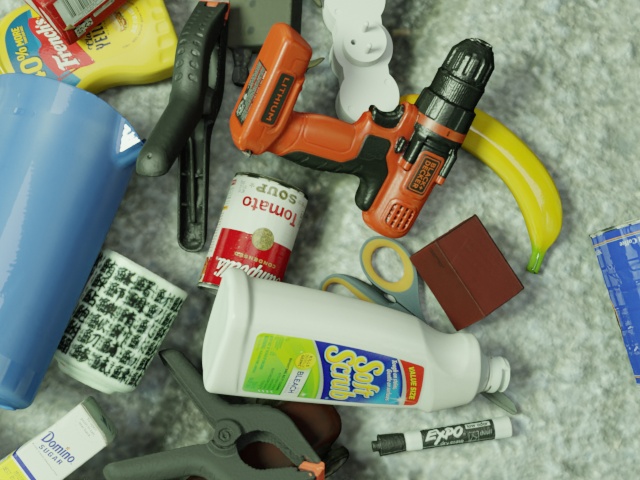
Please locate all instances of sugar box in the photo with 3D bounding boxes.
[{"bbox_3d":[-0.244,0.195,0.843,0.176,0.093,0.048,-35,90,-8],"label":"sugar box"}]

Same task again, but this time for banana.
[{"bbox_3d":[0.153,-0.066,0.939,0.069,0.037,0.198,-39,88,-10],"label":"banana"}]

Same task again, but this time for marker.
[{"bbox_3d":[0.103,0.168,0.914,0.121,0.020,0.020,-7,83,-6],"label":"marker"}]

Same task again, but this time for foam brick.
[{"bbox_3d":[0.125,0.028,0.910,0.051,0.053,0.078,-31,87,-27],"label":"foam brick"}]

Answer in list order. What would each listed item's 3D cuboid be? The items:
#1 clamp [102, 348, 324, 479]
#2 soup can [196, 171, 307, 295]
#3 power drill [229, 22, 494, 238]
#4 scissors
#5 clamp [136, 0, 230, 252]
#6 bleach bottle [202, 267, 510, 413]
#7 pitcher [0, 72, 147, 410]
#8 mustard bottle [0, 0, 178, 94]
[{"bbox_3d":[-0.083,0.167,0.843,0.172,0.039,0.120,23,68,18],"label":"clamp"},{"bbox_3d":[-0.056,0.001,0.897,0.068,0.068,0.102,18,81,-3],"label":"soup can"},{"bbox_3d":[0.034,-0.107,0.873,0.187,0.057,0.184,21,105,-21],"label":"power drill"},{"bbox_3d":[0.097,0.067,0.928,0.201,0.016,0.096,25,81,-2],"label":"scissors"},{"bbox_3d":[-0.105,-0.102,0.887,0.036,0.164,0.210,6,62,7],"label":"clamp"},{"bbox_3d":[0.037,0.089,0.860,0.250,0.103,0.068,9,37,-15],"label":"bleach bottle"},{"bbox_3d":[-0.245,0.001,0.836,0.144,0.149,0.242,24,72,-20],"label":"pitcher"},{"bbox_3d":[-0.220,-0.160,0.908,0.191,0.058,0.096,-20,84,-7],"label":"mustard bottle"}]
